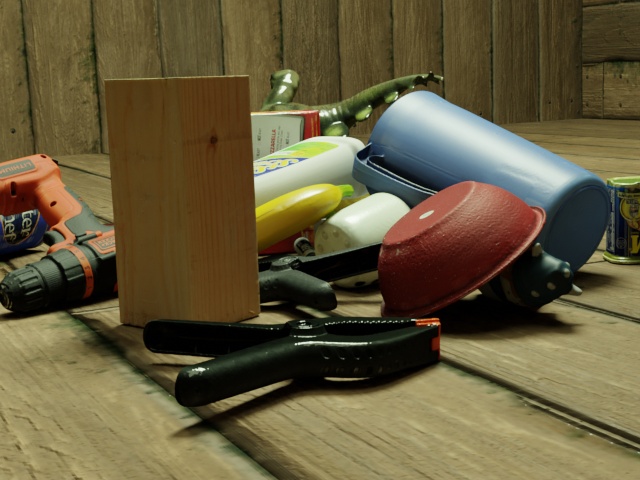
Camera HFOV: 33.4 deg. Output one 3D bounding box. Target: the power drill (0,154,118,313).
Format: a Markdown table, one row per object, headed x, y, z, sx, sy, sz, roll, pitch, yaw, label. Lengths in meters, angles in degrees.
| x | y | z | sx | sy | sz | roll | pitch | yaw | label |
| --- | --- | --- | --- | --- | --- | --- | --- | --- | --- |
| -0.271 | -0.007 | 1.047 | 0.188 | 0.057 | 0.184 | 38 | 37 | 28 | power drill |

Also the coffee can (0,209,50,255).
| x | y | z | sx | sy | sz | roll | pitch | yaw | label |
| --- | --- | --- | --- | --- | --- | --- | --- | --- | --- |
| -0.400 | -0.029 | 1.271 | 0.103 | 0.103 | 0.140 | 2 | 10 | 27 | coffee can |

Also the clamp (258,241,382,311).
| x | y | z | sx | sy | sz | roll | pitch | yaw | label |
| --- | --- | --- | --- | --- | --- | --- | --- | --- | --- |
| -0.027 | 0.037 | 0.951 | 0.172 | 0.039 | 0.120 | -10 | 9 | 27 | clamp |

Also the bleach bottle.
| x | y | z | sx | sy | sz | roll | pitch | yaw | label |
| --- | --- | --- | --- | --- | --- | --- | --- | --- | --- |
| -0.065 | -0.046 | 1.101 | 0.103 | 0.068 | 0.250 | 8 | 23 | 43 | bleach bottle |

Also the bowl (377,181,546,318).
| x | y | z | sx | sy | sz | roll | pitch | yaw | label |
| --- | --- | --- | --- | --- | --- | --- | --- | --- | --- |
| 0.105 | -0.002 | 0.892 | 0.162 | 0.055 | 0.162 | -33 | 11 | 7 | bowl |

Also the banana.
| x | y | z | sx | sy | sz | roll | pitch | yaw | label |
| --- | --- | --- | --- | --- | --- | --- | --- | --- | --- |
| -0.057 | -0.006 | 1.024 | 0.198 | 0.037 | 0.069 | -26 | -20 | 3 | banana |

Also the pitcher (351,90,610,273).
| x | y | z | sx | sy | sz | roll | pitch | yaw | label |
| --- | --- | --- | --- | --- | --- | --- | --- | --- | --- |
| 0.159 | -0.053 | 1.076 | 0.149 | 0.145 | 0.243 | -49 | 46 | -11 | pitcher |

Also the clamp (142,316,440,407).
| x | y | z | sx | sy | sz | roll | pitch | yaw | label |
| --- | --- | --- | --- | --- | --- | --- | --- | --- | --- |
| -0.020 | 0.073 | 0.742 | 0.209 | 0.036 | 0.165 | -4 | 10 | -23 | clamp |

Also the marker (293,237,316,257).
| x | y | z | sx | sy | sz | roll | pitch | yaw | label |
| --- | --- | --- | --- | --- | --- | --- | --- | --- | --- |
| -0.013 | 0.015 | 1.161 | 0.020 | 0.020 | 0.121 | -4 | 9 | -7 | marker |

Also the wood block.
| x | y | z | sx | sy | sz | roll | pitch | yaw | label |
| --- | --- | --- | --- | --- | --- | --- | --- | --- | --- |
| -0.115 | -0.034 | 0.902 | 0.090 | 0.206 | 0.090 | 5 | 11 | 39 | wood block |
